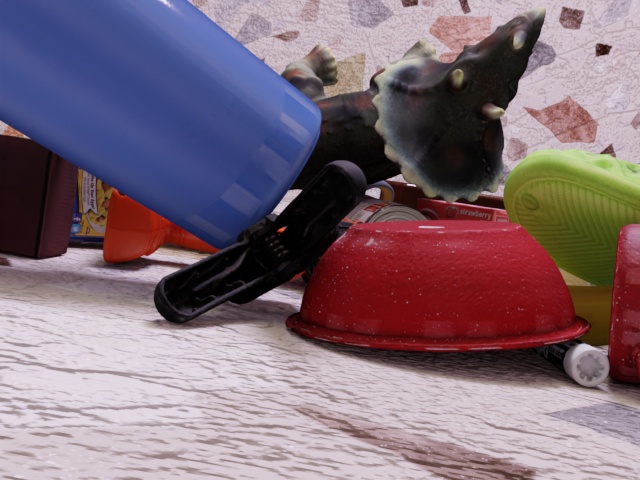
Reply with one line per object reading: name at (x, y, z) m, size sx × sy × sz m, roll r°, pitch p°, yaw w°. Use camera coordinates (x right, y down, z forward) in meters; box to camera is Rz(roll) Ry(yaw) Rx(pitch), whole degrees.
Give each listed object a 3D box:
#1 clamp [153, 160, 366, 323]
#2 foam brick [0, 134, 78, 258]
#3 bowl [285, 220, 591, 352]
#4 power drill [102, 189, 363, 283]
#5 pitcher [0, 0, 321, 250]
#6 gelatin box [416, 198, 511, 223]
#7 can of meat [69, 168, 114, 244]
clamp at (-0.018, 0.000, 0.588) m, size 0.120 × 0.039 × 0.171 m, roll -29°, pitch -2°, yaw 9°
foam brick at (-0.200, -0.030, 0.726) m, size 0.051 × 0.078 × 0.053 m, roll 8°, pitch 2°, yaw 8°
bowl at (0.062, 0.019, 0.570) m, size 0.162 × 0.055 × 0.162 m, roll -1°, pitch 4°, yaw 0°
power drill at (-0.055, 0.001, 0.755) m, size 0.187 × 0.057 × 0.184 m, roll 10°, pitch 3°, yaw -6°
pitcher at (-0.126, -0.102, 0.640) m, size 0.242 × 0.145 × 0.149 m, roll 35°, pitch 36°, yaw -12°
gelatin box at (0.117, 0.005, 0.910) m, size 0.030 × 0.073 × 0.089 m, roll 5°, pitch 5°, yaw -43°
can of meat at (-0.178, -0.046, 0.828) m, size 0.083 × 0.102 × 0.058 m, roll 2°, pitch 8°, yaw -41°
